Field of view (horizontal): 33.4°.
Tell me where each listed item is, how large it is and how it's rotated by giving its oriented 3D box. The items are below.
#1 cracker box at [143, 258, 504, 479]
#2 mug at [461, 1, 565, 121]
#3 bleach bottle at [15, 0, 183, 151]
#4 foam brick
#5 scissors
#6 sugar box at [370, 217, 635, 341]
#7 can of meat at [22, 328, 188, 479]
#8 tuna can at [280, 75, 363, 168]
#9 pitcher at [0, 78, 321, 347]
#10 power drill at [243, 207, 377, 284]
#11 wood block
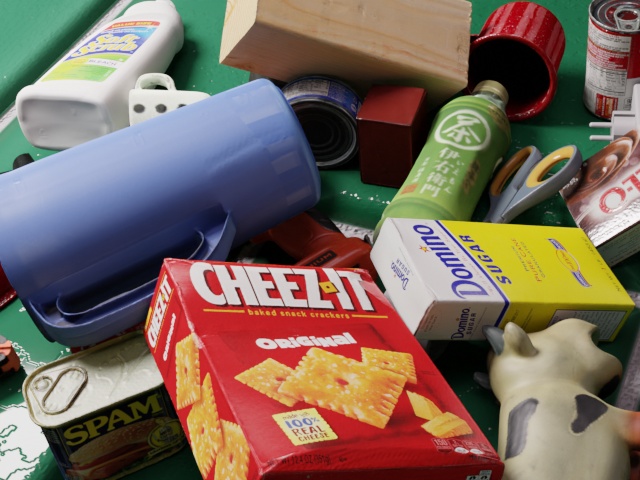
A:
[{"bbox_3d":[-0.006,0.096,0.683,0.164,0.072,0.214,5,30,-27],"label":"cracker box"},{"bbox_3d":[0.173,-0.174,1.012,0.117,0.093,0.081,8,41,21],"label":"mug"},{"bbox_3d":[-0.208,-0.182,1.087,0.103,0.068,0.250,3,37,13],"label":"bleach bottle"},{"bbox_3d":[0.064,-0.092,0.950,0.051,0.078,0.053,11,47,17],"label":"foam brick"},{"bbox_3d":[0.156,-0.017,0.875,0.096,0.016,0.201,-19,29,43],"label":"scissors"},{"bbox_3d":[0.134,0.029,0.790,0.176,0.048,0.093,4,38,-26],"label":"sugar box"},{"bbox_3d":[-0.148,0.122,0.756,0.102,0.084,0.057,-21,45,-13],"label":"can of meat"},{"bbox_3d":[-0.002,-0.106,0.969,0.086,0.086,0.033,1,46,10],"label":"tuna can"},{"bbox_3d":[-0.123,-0.023,0.809,0.242,0.145,0.149,-25,88,-7],"label":"pitcher"},{"bbox_3d":[-0.056,0.001,0.886,0.184,0.057,0.188,-30,49,-14],"label":"power drill"},{"bbox_3d":[0.024,-0.189,0.965,0.205,0.091,0.090,12,72,-22],"label":"wood block"}]
